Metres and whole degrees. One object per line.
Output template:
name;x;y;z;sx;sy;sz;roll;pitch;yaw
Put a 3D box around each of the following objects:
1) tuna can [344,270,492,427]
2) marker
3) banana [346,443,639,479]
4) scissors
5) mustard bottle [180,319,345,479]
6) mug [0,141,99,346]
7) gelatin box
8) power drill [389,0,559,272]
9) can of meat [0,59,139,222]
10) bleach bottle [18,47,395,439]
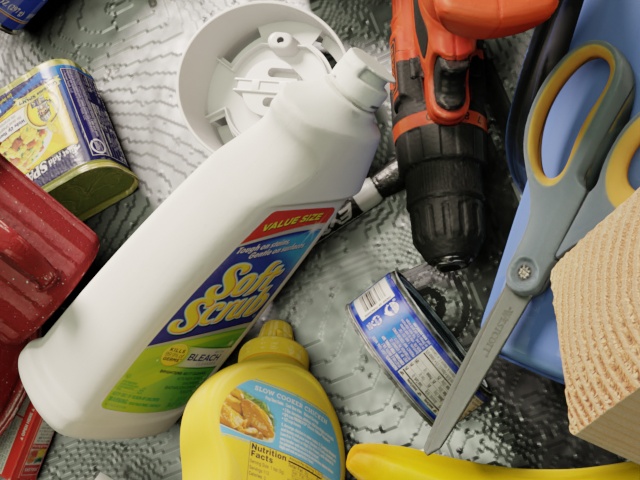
tuna can;0.052;0.058;0.563;0.034;0.086;0.086;-39;71;6
marker;0.006;-0.014;0.627;0.121;0.020;0.020;-32;72;10
banana;0.113;0.124;0.546;0.198;0.037;0.069;-10;111;22
scissors;0.111;0.012;0.468;0.096;0.016;0.202;16;91;37
mustard bottle;-0.031;0.122;0.564;0.058;0.096;0.191;-40;32;38
mug;-0.175;0.004;0.590;0.081;0.117;0.093;42;72;-17
gelatin box;-0.206;0.100;0.672;0.089;0.030;0.073;20;87;24
power drill;0.067;-0.094;0.531;0.057;0.188;0.184;-3;71;-5
can of meat;-0.178;-0.054;0.678;0.102;0.057;0.084;-28;71;12
bleach bottle;-0.054;0.001;0.573;0.251;0.102;0.068;-50;57;19
